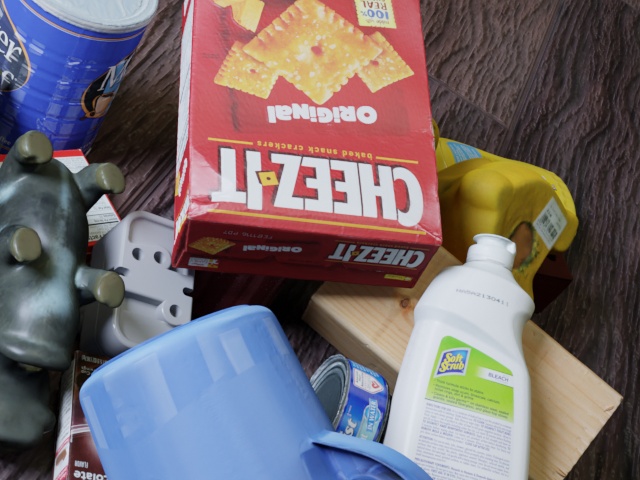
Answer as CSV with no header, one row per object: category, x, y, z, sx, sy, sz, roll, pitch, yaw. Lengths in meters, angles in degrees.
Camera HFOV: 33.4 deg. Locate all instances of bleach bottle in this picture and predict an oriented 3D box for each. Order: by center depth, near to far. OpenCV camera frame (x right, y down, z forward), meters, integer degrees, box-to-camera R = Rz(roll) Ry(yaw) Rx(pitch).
bleach bottle,0.093,0.119,0.673,0.102,0.068,0.250,17,72,-7

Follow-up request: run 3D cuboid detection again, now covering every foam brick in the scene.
foam brick,0.169,0.024,0.926,0.078,0.051,0.053,10,46,-29

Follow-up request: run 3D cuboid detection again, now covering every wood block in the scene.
wood block,0.096,0.082,0.761,0.206,0.090,0.090,41,75,5

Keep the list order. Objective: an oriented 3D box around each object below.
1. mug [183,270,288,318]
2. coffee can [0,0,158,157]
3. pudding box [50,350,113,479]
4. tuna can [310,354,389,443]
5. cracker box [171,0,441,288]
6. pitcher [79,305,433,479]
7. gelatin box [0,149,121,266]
mug,-0.055,0.001,0.764,0.093,0.082,0.117,32,39,-4
coffee can,-0.188,-0.134,0.758,0.102,0.140,0.103,20,42,-19
pudding box,-0.102,0.123,0.642,0.113,0.039,0.090,15,44,-23
tuna can,0.009,0.119,0.690,0.033,0.086,0.086,26,40,-14
cracker box,-0.011,-0.083,0.715,0.164,0.072,0.213,5,60,-13
pitcher,-0.017,0.155,0.523,0.149,0.145,0.243,-23,81,-17
gelatin box,-0.183,-0.020,0.735,0.073,0.030,0.089,-10,58,-43
